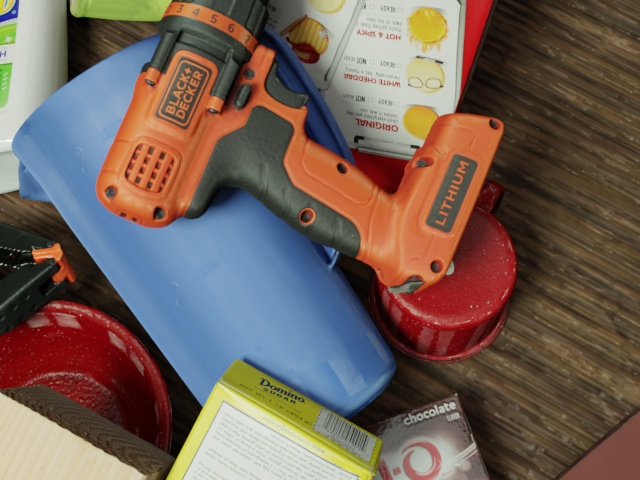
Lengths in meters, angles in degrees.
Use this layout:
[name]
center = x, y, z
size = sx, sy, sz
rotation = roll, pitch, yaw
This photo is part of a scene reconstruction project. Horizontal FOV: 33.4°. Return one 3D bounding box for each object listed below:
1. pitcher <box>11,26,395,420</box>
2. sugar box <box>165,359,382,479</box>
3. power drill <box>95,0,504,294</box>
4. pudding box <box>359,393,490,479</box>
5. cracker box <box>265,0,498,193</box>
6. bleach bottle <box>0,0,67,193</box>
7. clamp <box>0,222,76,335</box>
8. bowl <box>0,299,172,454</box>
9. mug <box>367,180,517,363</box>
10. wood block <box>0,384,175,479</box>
[pitcher]
center = -0.054, 0.001, 0.628
size = 0.144, 0.149, 0.243
rotation = -33, 88, -31
[sugar box]
center = -0.048, 0.162, 0.570
size = 0.093, 0.048, 0.176
rotation = 30, 108, 4
[power drill]
center = -0.002, -0.067, 0.564
size = 0.187, 0.057, 0.184
rotation = 24, 81, -7
[pudding box]
center = 0.046, 0.154, 0.644
size = 0.113, 0.039, 0.090
rotation = -18, 74, -3
[cracker box]
center = 0.022, -0.147, 0.646
size = 0.164, 0.214, 0.072
rotation = 21, 42, 8
[bleach bottle]
center = -0.224, -0.159, 0.733
size = 0.103, 0.068, 0.251
rotation = -12, 68, 15
[clamp]
center = -0.238, 0.022, 0.646
size = 0.171, 0.039, 0.120
rotation = -18, 63, -6
[bowl]
center = -0.167, 0.120, 0.652
size = 0.162, 0.055, 0.162
rotation = -1, 74, 2
[mug]
center = 0.083, 0.014, 0.662
size = 0.093, 0.081, 0.117
rotation = 32, 77, 10
[wood block]
center = -0.169, 0.188, 0.559
size = 0.091, 0.090, 0.206
rotation = 28, 86, 5
